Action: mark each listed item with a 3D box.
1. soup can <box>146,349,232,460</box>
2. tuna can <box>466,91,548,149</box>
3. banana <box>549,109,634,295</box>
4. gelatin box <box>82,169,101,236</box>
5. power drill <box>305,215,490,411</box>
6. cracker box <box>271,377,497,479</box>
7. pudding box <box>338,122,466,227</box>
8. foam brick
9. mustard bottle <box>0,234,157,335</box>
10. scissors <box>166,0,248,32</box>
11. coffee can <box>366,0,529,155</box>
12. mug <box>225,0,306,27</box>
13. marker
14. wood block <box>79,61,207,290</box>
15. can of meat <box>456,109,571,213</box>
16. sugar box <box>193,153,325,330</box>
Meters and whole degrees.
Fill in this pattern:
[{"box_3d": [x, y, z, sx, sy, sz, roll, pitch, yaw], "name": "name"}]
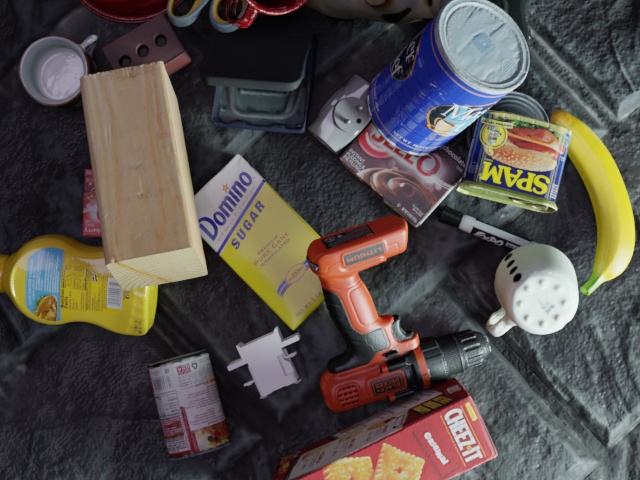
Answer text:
[{"box_3d": [-0.138, 0.172, 1.123, 0.068, 0.068, 0.102, -15, 87, 2], "name": "soup can"}, {"box_3d": [0.199, -0.114, 1.135, 0.086, 0.034, 0.086, 0, 88, 3], "name": "tuna can"}, {"box_3d": [0.291, -0.045, 1.119, 0.069, 0.037, 0.198, -7, 83, -25], "name": "banana"}, {"box_3d": [-0.210, -0.039, 1.154, 0.089, 0.030, 0.073, 1, 88, 3], "name": "gelatin box"}, {"box_3d": [0.073, 0.073, 1.097, 0.184, 0.057, 0.187, -18, 107, -6], "name": "power drill"}, {"box_3d": [0.060, 0.220, 1.064, 0.213, 0.164, 0.072, -25, 89, 2], "name": "cracker box"}, {"box_3d": [0.090, -0.082, 1.136, 0.113, 0.039, 0.090, 42, 89, 3], "name": "pudding box"}, {"box_3d": [-0.186, -0.199, 1.148, 0.078, 0.051, 0.053, -31, 86, 1], "name": "foam brick"}, {"box_3d": [-0.272, 0.043, 1.138, 0.191, 0.058, 0.096, 6, 103, 3], "name": "mustard bottle"}, {"box_3d": [-0.083, -0.298, 1.136, 0.096, 0.016, 0.201, 34, 76, 19], "name": "scissors"}, {"box_3d": [0.123, -0.159, 1.053, 0.102, 0.141, 0.103, 11, 64, -23], "name": "coffee can"}, {"box_3d": [-0.062, -0.269, 1.065, 0.093, 0.082, 0.117, 15, 106, -35], "name": "mug"}, {"box_3d": [0.180, -0.008, 1.139, 0.121, 0.020, 0.020, 23, 89, 4], "name": "marker"}, {"box_3d": [-0.181, -0.065, 1.087, 0.090, 0.091, 0.206, -11, 71, -2], "name": "wood block"}, {"box_3d": [0.198, -0.081, 1.088, 0.102, 0.057, 0.084, 14, 86, 3], "name": "can of meat"}, {"box_3d": [-0.058, 0.002, 1.137, 0.176, 0.048, 0.093, 45, 91, 2], "name": "sugar box"}]
